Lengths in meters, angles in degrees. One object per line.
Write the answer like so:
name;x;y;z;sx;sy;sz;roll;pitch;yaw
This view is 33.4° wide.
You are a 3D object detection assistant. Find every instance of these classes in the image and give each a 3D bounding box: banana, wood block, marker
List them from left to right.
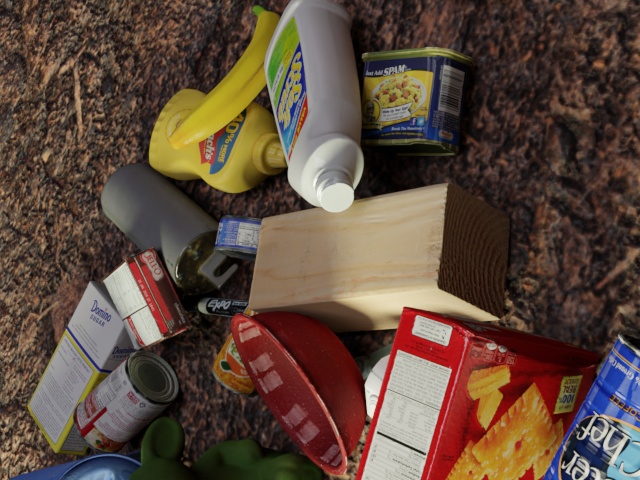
marker;-0.098;0.068;1.086;0.121;0.020;0.020;2;81;44
banana;-0.080;-0.166;1.076;0.070;0.037;0.197;-3;48;47
wood block;0.047;0.021;0.904;0.207;0.090;0.090;-9;66;43

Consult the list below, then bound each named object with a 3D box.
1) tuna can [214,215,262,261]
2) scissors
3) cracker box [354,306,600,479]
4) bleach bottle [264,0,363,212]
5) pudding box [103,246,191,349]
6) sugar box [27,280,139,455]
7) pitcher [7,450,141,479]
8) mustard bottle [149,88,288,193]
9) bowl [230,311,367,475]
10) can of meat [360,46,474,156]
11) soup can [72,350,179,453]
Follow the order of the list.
tuna can;-0.057;0.001;1.017;0.086;0.086;0.034;4;81;44
scissors;0.033;0.133;0.948;0.202;0.016;0.096;-13;73;41
cracker box;0.107;0.166;0.765;0.072;0.163;0.214;16;91;47
bleach bottle;0.001;-0.117;0.943;0.251;0.068;0.103;-102;34;-51
pudding box;-0.180;0.063;1.103;0.090;0.039;0.114;65;152;2
sugar box;-0.264;0.145;1.209;0.093;0.048;0.176;42;105;42
pitcher;-0.254;0.284;1.097;0.243;0.149;0.145;-20;64;54
mustard bottle;-0.095;-0.099;1.097;0.192;0.058;0.096;17;80;44
bowl;-0.009;0.117;0.906;0.055;0.162;0.162;-33;44;-21
can of meat;0.080;-0.120;0.937;0.102;0.057;0.084;4;85;45
soup can;-0.206;0.171;1.130;0.102;0.068;0.068;-43;54;27
